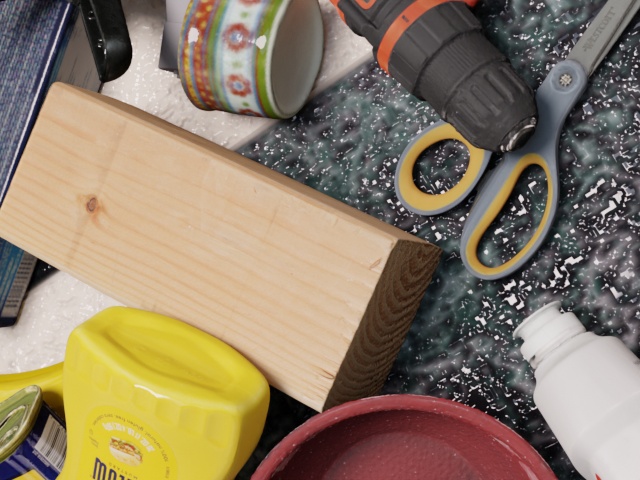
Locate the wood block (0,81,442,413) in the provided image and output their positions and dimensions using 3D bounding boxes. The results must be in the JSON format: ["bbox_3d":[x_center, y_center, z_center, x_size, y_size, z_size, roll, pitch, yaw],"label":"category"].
[{"bbox_3d":[-0.054,0.000,0.560,0.206,0.090,0.091,26,96,21],"label":"wood block"}]

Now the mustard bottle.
[{"bbox_3d":[-0.088,0.132,0.523,0.096,0.058,0.192,23,118,16],"label":"mustard bottle"}]

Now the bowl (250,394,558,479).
[{"bbox_3d":[0.040,0.144,0.514,0.162,0.055,0.162,1,100,3],"label":"bowl"}]

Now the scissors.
[{"bbox_3d":[0.104,-0.080,0.544,0.096,0.016,0.202,22,93,21],"label":"scissors"}]

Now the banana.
[{"bbox_3d":[-0.164,0.081,0.612,0.198,0.037,0.069,-8,127,14],"label":"banana"}]

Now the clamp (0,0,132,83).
[{"bbox_3d":[-0.144,-0.148,0.572,0.120,0.171,0.039,17,128,-8],"label":"clamp"}]

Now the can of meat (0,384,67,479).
[{"bbox_3d":[-0.169,0.142,0.591,0.102,0.057,0.084,-32,113,17],"label":"can of meat"}]

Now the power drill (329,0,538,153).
[{"bbox_3d":[0.090,-0.159,0.527,0.188,0.057,0.184,-44,67,11],"label":"power drill"}]
